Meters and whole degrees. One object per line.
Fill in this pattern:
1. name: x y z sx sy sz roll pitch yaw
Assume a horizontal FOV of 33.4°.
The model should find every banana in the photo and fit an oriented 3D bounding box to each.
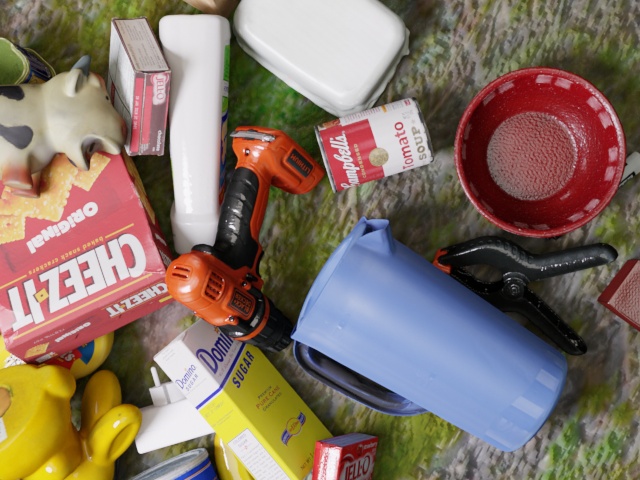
1. banana: -0.042 0.270 1.046 0.198 0.037 0.070 41 99 6

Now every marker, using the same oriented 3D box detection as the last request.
1. marker: 0.267 -0.042 1.045 0.121 0.020 0.020 -39 89 2

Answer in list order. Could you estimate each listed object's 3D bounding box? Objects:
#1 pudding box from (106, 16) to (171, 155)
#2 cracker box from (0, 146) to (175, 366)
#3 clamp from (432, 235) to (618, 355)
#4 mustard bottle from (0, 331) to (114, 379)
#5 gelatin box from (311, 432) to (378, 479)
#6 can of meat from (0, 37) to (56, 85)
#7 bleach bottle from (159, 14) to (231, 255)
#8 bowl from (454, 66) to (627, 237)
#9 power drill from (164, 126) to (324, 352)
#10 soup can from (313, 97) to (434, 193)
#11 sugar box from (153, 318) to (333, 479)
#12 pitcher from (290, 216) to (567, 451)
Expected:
1. pudding box: -0.171 -0.146 1.001 0.039 0.113 0.090 -5 129 -23
2. cracker box: -0.242 -0.014 1.006 0.164 0.072 0.214 -26 67 2
3. clamp: 0.193 0.049 1.031 0.172 0.039 0.120 8 110 15
4. mustard bottle: -0.261 0.099 1.047 0.191 0.058 0.096 -43 90 1
5. gelatin box: 0.022 0.225 1.019 0.030 0.089 0.073 8 90 26
6. can of meat: -0.314 -0.145 1.036 0.057 0.084 0.102 43 92 1
7. bleach bottle: -0.118 -0.087 1.031 0.068 0.102 0.251 -1 96 -2
8. bowl: 0.208 -0.083 1.029 0.162 0.055 0.162 0 90 2
9. power drill: -0.057 0.001 1.006 0.057 0.184 0.187 8 72 31
10. soup can: 0.052 -0.092 1.029 0.102 0.068 0.068 -17 89 2
11. sugar box: -0.070 0.151 1.019 0.048 0.093 0.176 -39 90 28
12. pitcher: 0.098 0.100 1.007 0.243 0.149 0.145 32 77 -1
